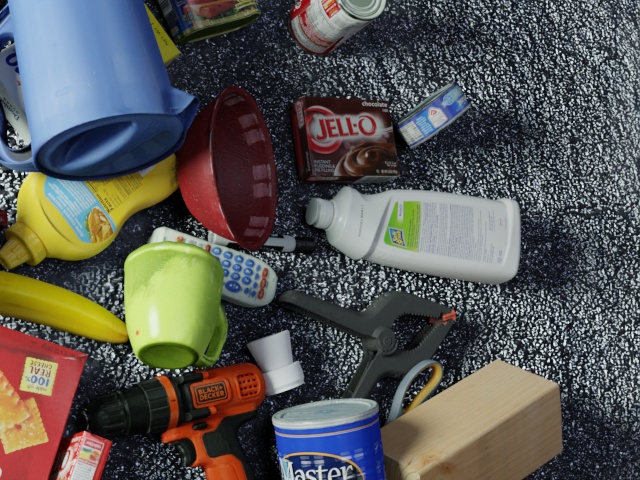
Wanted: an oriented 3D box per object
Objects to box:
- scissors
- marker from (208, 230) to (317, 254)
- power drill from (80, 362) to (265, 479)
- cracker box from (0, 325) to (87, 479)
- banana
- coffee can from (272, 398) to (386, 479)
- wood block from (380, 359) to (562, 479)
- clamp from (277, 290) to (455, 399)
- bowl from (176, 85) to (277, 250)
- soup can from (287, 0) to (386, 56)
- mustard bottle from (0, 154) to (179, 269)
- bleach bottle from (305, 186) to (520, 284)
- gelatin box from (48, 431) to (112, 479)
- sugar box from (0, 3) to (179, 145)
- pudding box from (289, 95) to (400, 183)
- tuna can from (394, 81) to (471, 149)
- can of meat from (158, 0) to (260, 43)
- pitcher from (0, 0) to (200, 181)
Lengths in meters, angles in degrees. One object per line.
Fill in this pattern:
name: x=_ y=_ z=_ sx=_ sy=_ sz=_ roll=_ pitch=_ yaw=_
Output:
scissors: x=0.076 y=0.218 z=1.122 sx=0.096 sy=0.016 sz=0.201 roll=46 pitch=73 yaw=-35
marker: x=-0.057 y=0.001 z=1.101 sx=0.120 sy=0.020 sz=0.020 roll=6 pitch=74 yaw=-29
power drill: x=-0.119 y=0.214 z=0.986 sx=0.184 sy=0.057 sz=0.187 roll=-9 pitch=82 yaw=-32
cracker box: x=-0.306 y=0.170 z=0.880 sx=0.164 sy=0.072 sz=0.213 roll=24 pitch=67 yaw=-23
banana: x=-0.256 y=0.058 z=0.936 sx=0.197 sy=0.070 sz=0.037 roll=18 pitch=110 yaw=-51
coffee can: x=0.013 y=0.230 z=1.020 sx=0.102 sy=0.103 sz=0.140 roll=-8 pitch=91 yaw=-32
wood block: x=0.150 y=0.215 z=1.109 sx=0.205 sy=0.091 sz=0.090 roll=-24 pitch=118 yaw=-33
clamp: x=0.059 y=0.119 z=1.128 sx=0.209 sy=0.036 sz=0.164 roll=-9 pitch=88 yaw=-32
bowl: x=-0.096 y=-0.068 z=1.048 sx=0.162 sy=0.055 sz=0.162 roll=-6 pitch=90 yaw=-71
soup can: x=0.017 y=-0.251 z=1.162 sx=0.068 sy=0.102 sz=0.068 roll=8 pitch=73 yaw=-28
mustard bottle: x=-0.222 y=-0.038 z=0.991 sx=0.191 sy=0.058 sz=0.096 roll=-44 pitch=107 yaw=-31
bleach bottle: x=0.102 y=-0.017 z=1.175 sx=0.250 sy=0.068 sz=0.102 roll=11 pitch=72 yaw=-25
gelatin box: x=-0.215 y=0.205 z=0.913 sx=0.030 sy=0.089 sz=0.073 roll=26 pitch=65 yaw=-21
sugar box: x=-0.231 y=-0.170 z=1.028 sx=0.176 sy=0.048 sz=0.093 roll=-42 pitch=98 yaw=-33
pudding box: x=0.026 y=-0.109 z=1.167 sx=0.113 sy=0.039 sz=0.090 roll=-1 pitch=77 yaw=-31
tuna can: x=0.127 y=-0.142 z=1.208 sx=0.086 sy=0.086 sz=0.034 roll=-41 pitch=97 yaw=-32
can of meat: x=-0.121 y=-0.258 z=1.111 sx=0.101 sy=0.058 sz=0.084 roll=-23 pitch=92 yaw=-32
pitcher: x=-0.220 y=-0.180 z=0.944 sx=0.148 sy=0.145 sz=0.243 roll=-4 pitch=69 yaw=-39
